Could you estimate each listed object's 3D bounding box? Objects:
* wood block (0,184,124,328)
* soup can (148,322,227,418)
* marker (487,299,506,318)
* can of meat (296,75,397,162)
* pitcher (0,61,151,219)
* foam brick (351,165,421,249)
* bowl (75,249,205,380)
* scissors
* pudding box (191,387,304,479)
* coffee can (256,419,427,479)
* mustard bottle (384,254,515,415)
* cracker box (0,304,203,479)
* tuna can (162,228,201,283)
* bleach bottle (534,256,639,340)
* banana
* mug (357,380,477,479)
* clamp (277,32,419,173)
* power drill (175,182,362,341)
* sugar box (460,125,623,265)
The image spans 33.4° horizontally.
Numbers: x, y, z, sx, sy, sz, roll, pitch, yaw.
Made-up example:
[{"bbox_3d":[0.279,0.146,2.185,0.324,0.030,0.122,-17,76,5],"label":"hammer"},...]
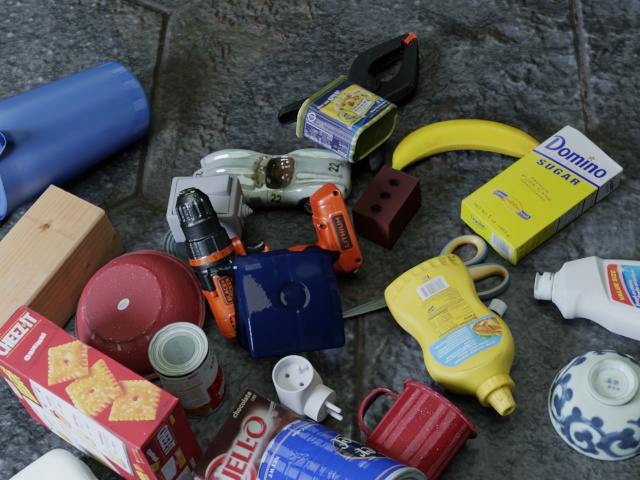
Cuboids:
[{"bbox_3d":[-0.337,0.048,1.260,0.091,0.090,0.206,24,63,23],"label":"wood block"},{"bbox_3d":[-0.144,0.141,1.161,0.068,0.102,0.068,-4,55,5],"label":"soup can"},{"bbox_3d":[0.171,0.116,1.183,0.020,0.020,0.121,24,63,22],"label":"marker"},{"bbox_3d":[0.034,-0.148,1.310,0.084,0.057,0.101,30,47,23],"label":"can of meat"},{"bbox_3d":[-0.340,-0.131,1.342,0.149,0.145,0.242,26,44,37],"label":"pitcher"},{"bbox_3d":[0.080,-0.040,1.282,0.053,0.051,0.078,24,63,22],"label":"foam brick"},{"bbox_3d":[-0.216,0.078,1.221,0.162,0.055,0.162,-4,69,12],"label":"bowl"},{"bbox_3d":[0.118,0.041,1.244,0.202,0.016,0.096,-6,54,4],"label":"scissors"},{"bbox_3d":[-0.068,0.226,1.124,0.090,0.039,0.113,28,63,12],"label":"pudding box"},{"bbox_3d":[0.021,0.246,1.042,0.141,0.102,0.102,18,59,40],"label":"coffee can"},{"bbox_3d":[0.152,0.107,1.143,0.096,0.058,0.192,-27,53,-6],"label":"mustard bottle"},{"bbox_3d":[-0.230,0.174,1.114,0.214,0.164,0.072,27,62,23],"label":"cracker box"},{"bbox_3d":[-0.145,0.011,1.291,0.086,0.034,0.086,-4,56,5],"label":"tuna can"},{"bbox_3d":[0.360,0.072,1.162,0.251,0.068,0.102,7,57,15],"label":"bleach bottle"},{"bbox_3d":[0.175,-0.118,1.334,0.198,0.037,0.069,-11,81,4],"label":"banana"},{"bbox_3d":[0.090,0.198,1.098,0.117,0.093,0.081,33,71,22],"label":"mug"},{"bbox_3d":[0.070,-0.186,1.391,0.165,0.036,0.209,38,73,26],"label":"clamp"},{"bbox_3d":[-0.058,0.001,1.217,0.187,0.184,0.057,-22,16,-11],"label":"power drill"},{"bbox_3d":[0.263,-0.057,1.270,0.176,0.048,0.093,-37,62,-14],"label":"sugar box"}]
